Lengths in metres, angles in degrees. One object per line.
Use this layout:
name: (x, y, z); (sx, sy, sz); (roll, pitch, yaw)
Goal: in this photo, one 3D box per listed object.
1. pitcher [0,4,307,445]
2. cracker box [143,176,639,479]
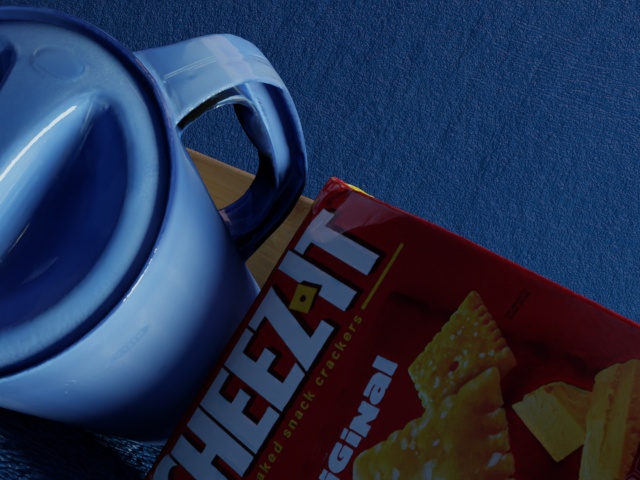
pitcher: (-0.085, 0.012, 0.449); (0.149, 0.145, 0.243); (9, -16, 12)
cracker box: (0.037, 0.085, 0.369); (0.072, 0.164, 0.214); (33, -2, -38)
